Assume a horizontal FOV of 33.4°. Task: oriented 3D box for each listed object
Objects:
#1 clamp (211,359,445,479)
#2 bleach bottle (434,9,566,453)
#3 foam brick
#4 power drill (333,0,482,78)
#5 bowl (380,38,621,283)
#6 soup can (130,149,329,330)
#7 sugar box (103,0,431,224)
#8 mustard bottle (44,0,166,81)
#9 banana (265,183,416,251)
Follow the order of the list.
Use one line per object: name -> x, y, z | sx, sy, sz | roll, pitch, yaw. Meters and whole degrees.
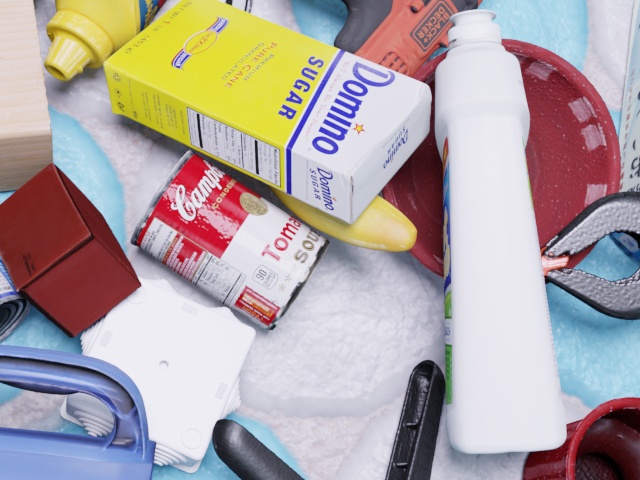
clamp -> 0.040, 0.176, 0.624 | 0.164, 0.036, 0.210 | -19, 85, -35
bleach bottle -> 0.099, -0.007, 0.625 | 0.068, 0.102, 0.251 | -4, 84, 6
foam brick -> -0.148, 0.005, 0.609 | 0.053, 0.051, 0.078 | -38, 45, 0
power drill -> 0.038, -0.206, 0.690 | 0.187, 0.057, 0.184 | 43, 81, -29
bowl -> 0.110, -0.047, 0.696 | 0.162, 0.055, 0.162 | 0, 91, -10
soup can -> -0.054, 0.001, 0.648 | 0.102, 0.069, 0.068 | 33, 68, -2
sugar box -> -0.032, -0.084, 0.636 | 0.176, 0.048, 0.093 | 24, 52, 23
mustard bottle -> -0.115, -0.178, 0.675 | 0.058, 0.096, 0.191 | 29, 69, 1
banana -> -0.009, -0.057, 0.664 | 0.069, 0.037, 0.198 | -30, 54, 5
